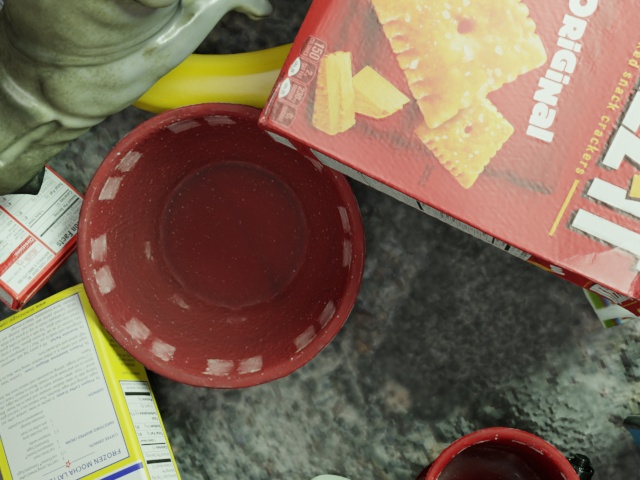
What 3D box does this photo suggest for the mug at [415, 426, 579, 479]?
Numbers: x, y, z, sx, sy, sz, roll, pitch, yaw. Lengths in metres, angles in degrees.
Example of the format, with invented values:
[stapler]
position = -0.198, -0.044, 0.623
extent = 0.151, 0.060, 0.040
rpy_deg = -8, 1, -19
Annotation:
[mug]
position = 0.081, 0.157, 0.601
extent = 0.117, 0.081, 0.093
rpy_deg = 0, 74, -6

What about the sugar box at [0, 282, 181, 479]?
[sugar box]
position = -0.137, 0.121, 0.617
extent = 0.093, 0.048, 0.176
rpy_deg = -26, 76, 18

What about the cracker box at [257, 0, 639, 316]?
[cracker box]
position = 0.099, -0.082, 0.521
extent = 0.214, 0.072, 0.164
rpy_deg = 26, 91, 10

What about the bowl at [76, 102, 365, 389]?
[bowl]
position = -0.054, 0.001, 0.613
extent = 0.162, 0.055, 0.162
rpy_deg = 1, 99, 4

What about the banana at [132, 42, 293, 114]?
[banana]
position = -0.058, -0.101, 0.606
extent = 0.198, 0.037, 0.070
rpy_deg = 8, 102, 5

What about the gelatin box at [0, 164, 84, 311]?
[gelatin box]
position = -0.184, -0.015, 0.622
extent = 0.089, 0.030, 0.073
rpy_deg = 41, 65, -3
